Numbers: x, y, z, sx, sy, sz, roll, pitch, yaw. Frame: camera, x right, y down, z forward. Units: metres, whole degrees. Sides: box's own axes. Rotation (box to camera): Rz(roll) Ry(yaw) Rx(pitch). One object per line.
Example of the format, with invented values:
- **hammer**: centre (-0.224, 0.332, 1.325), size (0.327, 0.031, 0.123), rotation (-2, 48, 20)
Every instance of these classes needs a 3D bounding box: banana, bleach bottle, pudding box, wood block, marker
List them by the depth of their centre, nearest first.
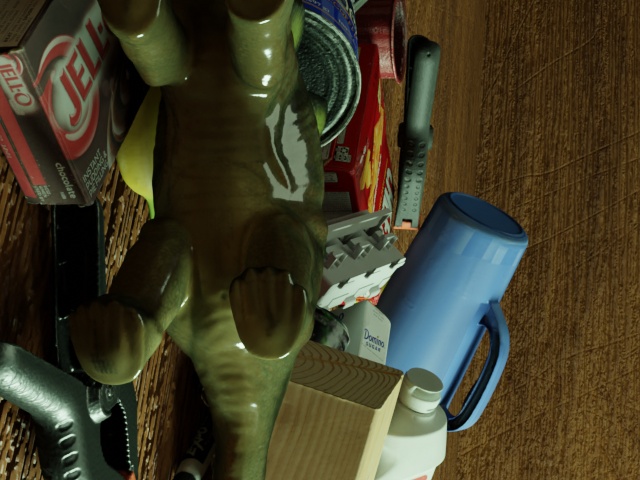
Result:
- **pudding box**: centre (-0.117, -0.085, 0.497), size (0.090, 0.039, 0.113), rotation (78, 19, -45)
- **banana**: centre (-0.095, -0.112, 0.608), size (0.070, 0.037, 0.198), rotation (124, -29, -80)
- **marker**: centre (-0.081, 0.144, 0.727), size (0.121, 0.020, 0.020), rotation (-63, 151, -62)
- **wood block**: centre (-0.019, 0.182, 0.731), size (0.090, 0.091, 0.206), rotation (-30, 136, -72)
- **bleach bottle**: centre (0.025, 0.203, 0.812), size (0.068, 0.102, 0.251), rotation (51, -52, 46)

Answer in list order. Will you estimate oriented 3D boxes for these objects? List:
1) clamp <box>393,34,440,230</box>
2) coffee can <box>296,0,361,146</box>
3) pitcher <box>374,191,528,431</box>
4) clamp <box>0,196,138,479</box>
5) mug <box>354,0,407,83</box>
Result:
- **clamp**: centre (0.100, -0.117, 1.123), size (0.164, 0.036, 0.210), rotation (-81, 175, -70)
- **coffee can**: centre (-0.027, -0.132, 0.681), size (0.140, 0.103, 0.103), rotation (-91, 174, -55)
- **pitcher**: centre (0.134, 0.079, 1.170), size (0.145, 0.149, 0.243), rotation (-85, -161, -69)
- **clamp**: centre (-0.117, 0.061, 0.521), size (0.171, 0.039, 0.120), rotation (83, 20, -46)
- **mug**: centre (0.043, -0.211, 1.082), size (0.117, 0.081, 0.093), rotation (-69, 157, -54)
